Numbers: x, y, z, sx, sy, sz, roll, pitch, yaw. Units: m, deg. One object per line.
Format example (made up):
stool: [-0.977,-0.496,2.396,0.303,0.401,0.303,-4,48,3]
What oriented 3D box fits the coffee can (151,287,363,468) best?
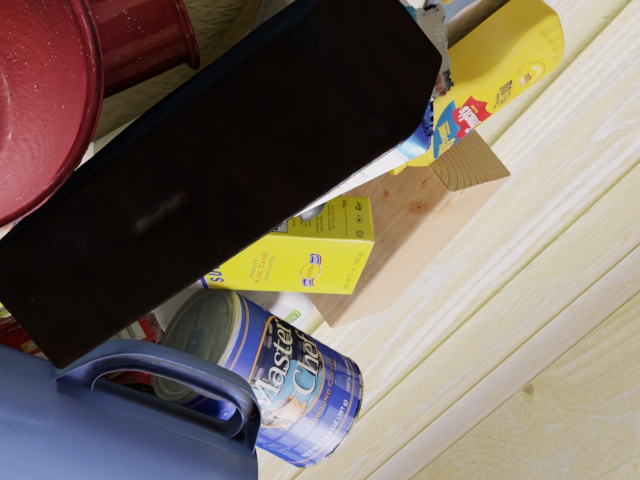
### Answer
coffee can: [-0.050,0.111,0.863,0.140,0.103,0.103,33,116,-31]

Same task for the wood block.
wood block: [0.065,-0.020,0.985,0.090,0.090,0.206,-15,152,-44]

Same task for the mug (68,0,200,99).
mug: [-0.115,-0.116,0.491,0.081,0.093,0.117,-26,128,-10]

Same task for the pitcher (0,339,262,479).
pitcher: [-0.166,0.142,0.728,0.242,0.149,0.145,29,150,-30]

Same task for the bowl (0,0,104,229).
bowl: [-0.168,-0.061,0.425,0.162,0.055,0.162,-4,115,-10]

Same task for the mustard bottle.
mustard bottle: [0.105,-0.114,0.853,0.191,0.058,0.096,-38,161,-6]

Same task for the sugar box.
sugar box: [-0.055,0.001,0.790,0.176,0.048,0.093,0,152,-9]
